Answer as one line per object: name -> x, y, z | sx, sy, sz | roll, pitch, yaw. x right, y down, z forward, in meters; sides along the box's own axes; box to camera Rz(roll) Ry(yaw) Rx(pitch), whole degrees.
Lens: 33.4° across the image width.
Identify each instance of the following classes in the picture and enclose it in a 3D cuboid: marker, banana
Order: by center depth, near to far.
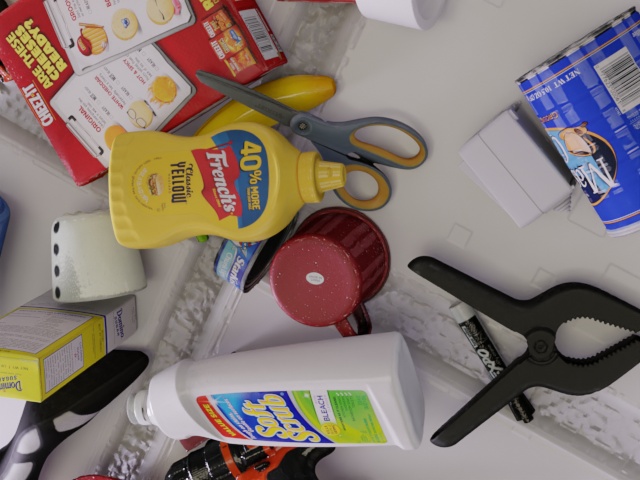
marker -> 0.149, 0.105, 0.920 | 0.020, 0.020, 0.121 | -30, 93, 22
banana -> -0.071, -0.086, 0.935 | 0.069, 0.037, 0.198 | 35, 116, -19

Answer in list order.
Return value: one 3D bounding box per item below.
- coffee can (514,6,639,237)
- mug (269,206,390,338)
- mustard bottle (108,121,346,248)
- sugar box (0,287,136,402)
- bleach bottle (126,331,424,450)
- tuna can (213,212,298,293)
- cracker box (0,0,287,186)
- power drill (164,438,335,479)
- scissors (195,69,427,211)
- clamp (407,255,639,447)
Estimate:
coffee can -> 0.226, -0.088, 0.799 | 0.103, 0.102, 0.140 | -31, 93, 22
mug -> 0.011, 0.035, 0.913 | 0.093, 0.081, 0.117 | -21, 97, 21
mustard bottle -> -0.074, -0.046, 0.863 | 0.192, 0.058, 0.096 | -3, 84, 14
sugar box -> -0.245, 0.090, 0.959 | 0.093, 0.176, 0.048 | 5, 103, 17
bleach bottle -> -0.044, 0.138, 0.914 | 0.251, 0.068, 0.102 | -8, 126, 17
tuna can -> -0.056, 0.001, 0.923 | 0.034, 0.086, 0.086 | 32, 111, 9
cracker box -> -0.158, -0.170, 0.919 | 0.214, 0.072, 0.164 | -28, 95, 23
power drill -> -0.047, 0.244, 0.944 | 0.184, 0.057, 0.188 | -29, 54, 14
scissors -> -0.012, -0.079, 0.890 | 0.201, 0.016, 0.096 | 11, 120, -7
clamp -> 0.175, 0.075, 0.883 | 0.210, 0.036, 0.164 | -14, 96, 12
